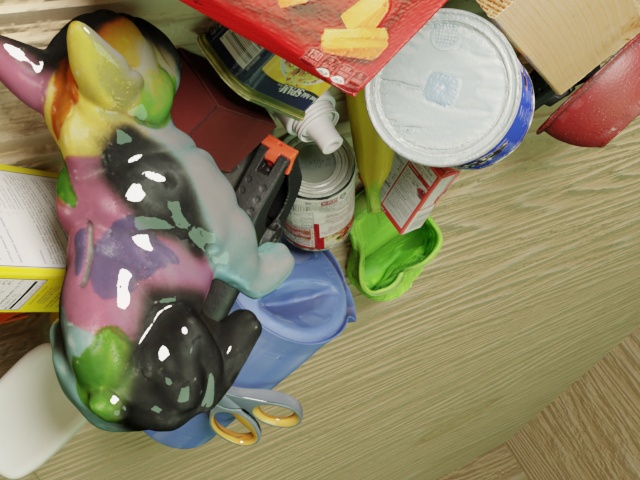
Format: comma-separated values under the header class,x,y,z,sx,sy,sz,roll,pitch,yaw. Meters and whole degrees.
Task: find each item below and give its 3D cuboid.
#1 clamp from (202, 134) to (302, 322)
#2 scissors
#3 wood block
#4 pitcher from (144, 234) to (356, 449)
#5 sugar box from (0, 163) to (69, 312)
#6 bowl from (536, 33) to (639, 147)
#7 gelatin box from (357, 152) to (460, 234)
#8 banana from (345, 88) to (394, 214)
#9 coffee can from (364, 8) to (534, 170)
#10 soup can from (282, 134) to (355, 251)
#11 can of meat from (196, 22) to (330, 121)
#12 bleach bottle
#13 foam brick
class,x,y,z,sx,sy,sz,roll,pitch,yaw
clamp,-0.055,0.001,0.808,0.120,0.039,0.172,-55,164,-42
scissors,-0.078,0.125,0.923,0.096,0.016,0.201,-10,141,10
wood block,0.162,-0.190,0.781,0.091,0.090,0.205,-40,159,15
pitcher,-0.097,0.093,0.995,0.144,0.149,0.243,-33,169,-50
sugar box,-0.208,-0.003,0.635,0.048,0.093,0.175,-43,157,23
bowl,0.281,-0.138,1.003,0.162,0.055,0.162,-42,174,-6
gelatin box,0.080,-0.061,0.968,0.030,0.073,0.089,-20,154,-36
banana,0.040,-0.105,0.821,0.037,0.069,0.198,-13,144,-1
coffee can,0.096,-0.102,0.756,0.103,0.103,0.140,-39,173,13
soup can,-0.005,-0.042,0.892,0.068,0.068,0.102,-30,159,-12
can of meat,-0.017,-0.132,0.690,0.084,0.057,0.102,-42,158,17
bleach bottle,-0.229,0.136,0.891,0.102,0.068,0.251,-45,-177,-10
foam brick,-0.077,-0.084,0.710,0.051,0.053,0.078,-41,158,18
